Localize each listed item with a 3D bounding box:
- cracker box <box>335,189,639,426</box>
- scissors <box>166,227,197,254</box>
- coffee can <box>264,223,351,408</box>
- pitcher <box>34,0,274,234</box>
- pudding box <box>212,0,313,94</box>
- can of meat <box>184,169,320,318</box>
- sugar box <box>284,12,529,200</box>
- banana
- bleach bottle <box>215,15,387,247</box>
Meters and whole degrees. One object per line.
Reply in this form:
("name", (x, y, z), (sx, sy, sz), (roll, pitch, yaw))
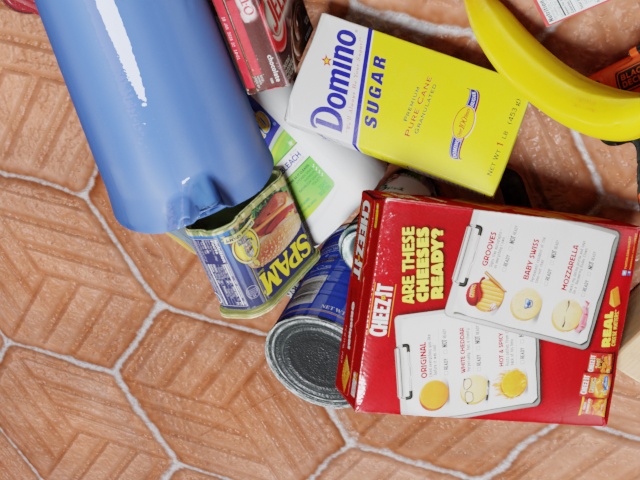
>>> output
("cracker box", (0.129, 0.053, 0.835), (0.213, 0.072, 0.164), (6, 97, -15))
("scissors", (-0.127, -0.013, 0.966), (0.096, 0.016, 0.201), (28, 171, 12))
("coffee can", (0.024, 0.065, 0.951), (0.103, 0.140, 0.103), (13, 129, 16))
("pitcher", (-0.134, -0.140, 0.791), (0.149, 0.144, 0.243), (4, 128, 30))
("pudding box", (-0.044, -0.176, 0.817), (0.039, 0.113, 0.090), (-11, 120, 15))
("can of meat", (-0.056, 0.001, 0.881), (0.058, 0.102, 0.084), (-1, 123, 39))
("sugar box", (0.068, -0.105, 0.836), (0.176, 0.048, 0.093), (20, 91, 8))
("banana", (0.173, -0.119, 0.761), (0.198, 0.037, 0.070), (37, 132, 39))
("bleach bottle", (-0.066, -0.111, 0.915), (0.251, 0.068, 0.103), (41, 133, -5))
